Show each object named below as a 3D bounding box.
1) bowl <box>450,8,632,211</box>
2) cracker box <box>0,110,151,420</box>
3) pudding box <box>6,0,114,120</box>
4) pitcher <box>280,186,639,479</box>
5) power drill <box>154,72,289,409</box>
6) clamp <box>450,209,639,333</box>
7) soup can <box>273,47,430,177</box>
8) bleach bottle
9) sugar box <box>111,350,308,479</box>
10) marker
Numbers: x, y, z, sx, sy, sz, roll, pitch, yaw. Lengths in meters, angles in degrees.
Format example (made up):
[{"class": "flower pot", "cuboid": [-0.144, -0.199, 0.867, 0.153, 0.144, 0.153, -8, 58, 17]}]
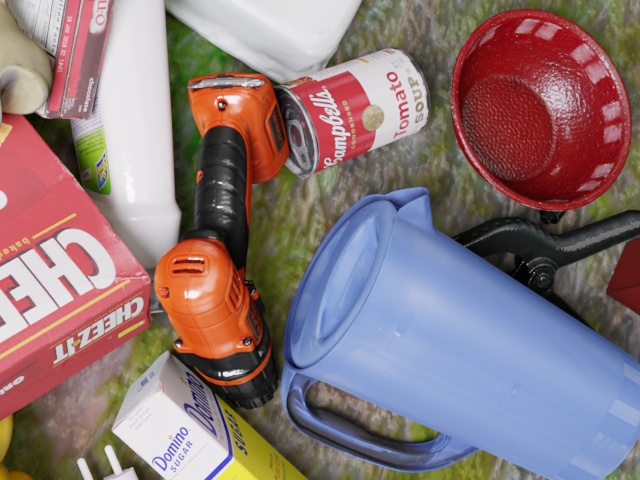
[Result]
[{"class": "bowl", "cuboid": [0.162, -0.096, 0.839, 0.161, 0.055, 0.162, 4, 78, -21]}, {"class": "cracker box", "cuboid": [-0.225, -0.001, 0.620, 0.164, 0.072, 0.214, -33, 70, -24]}, {"class": "pudding box", "cuboid": [-0.177, -0.135, 0.664, 0.039, 0.114, 0.090, -6, 119, -48]}, {"class": "pitcher", "cuboid": [0.099, 0.087, 0.747, 0.242, 0.149, 0.145, 29, 56, -18]}, {"class": "power drill", "cuboid": [-0.055, 0.001, 0.695, 0.057, 0.184, 0.187, -2, 60, 7]}, {"class": "clamp", "cuboid": [0.168, 0.035, 0.816, 0.171, 0.039, 0.120, 1, 99, -8]}, {"class": "soup can", "cuboid": [0.020, -0.094, 0.775, 0.102, 0.069, 0.068, -23, 88, -24]}, {"class": "bleach bottle", "cuboid": [-0.133, -0.076, 0.705, 0.068, 0.103, 0.251, -5, 88, -27]}, {"class": "sugar box", "cuboid": [-0.050, 0.151, 0.680, 0.048, 0.093, 0.176, -43, 99, 3]}, {"class": "marker", "cuboid": [0.216, -0.057, 0.873, 0.020, 0.020, 0.121, 45, 67, -8]}]
